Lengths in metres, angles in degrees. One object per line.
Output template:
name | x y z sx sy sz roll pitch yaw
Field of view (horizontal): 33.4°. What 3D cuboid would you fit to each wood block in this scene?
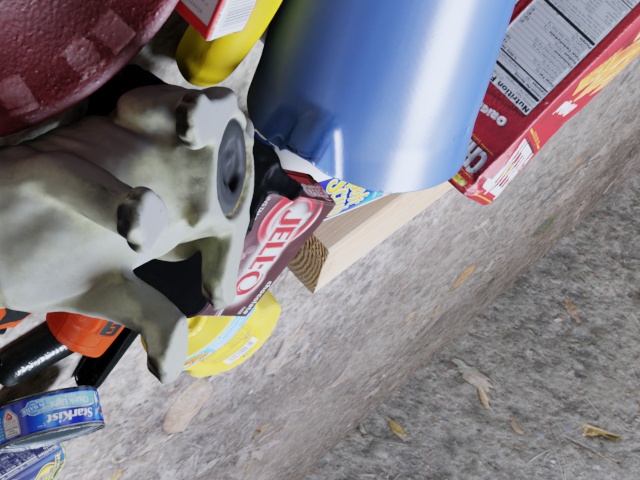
wood block | 0.046 -0.058 0.954 0.205 0.091 0.090 -37 164 -25

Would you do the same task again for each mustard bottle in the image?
mustard bottle | -0.091 0.063 0.839 0.096 0.058 0.191 -38 167 1

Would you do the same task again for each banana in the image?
banana | -0.041 -0.129 0.563 0.198 0.037 0.069 -49 -163 51

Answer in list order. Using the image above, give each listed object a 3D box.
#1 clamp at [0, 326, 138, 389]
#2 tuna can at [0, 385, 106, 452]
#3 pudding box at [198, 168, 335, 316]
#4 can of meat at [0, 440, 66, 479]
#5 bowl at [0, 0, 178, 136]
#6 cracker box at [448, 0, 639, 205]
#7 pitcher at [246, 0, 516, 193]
clamp | -0.154 0.052 0.842 0.210 0.036 0.164 -42 166 9
tuna can | -0.220 0.145 0.867 0.086 0.034 0.086 -14 167 -4
pudding box | -0.055 0.001 0.713 0.114 0.039 0.089 -49 151 22
can of meat | -0.275 0.207 0.917 0.083 0.057 0.102 -28 159 -52
bowl | -0.123 -0.116 0.434 0.162 0.055 0.162 -40 164 -14
cracker box | 0.161 -0.122 0.736 0.214 0.072 0.164 -46 170 9
pitcher | 0.053 -0.160 0.559 0.144 0.149 0.243 0 132 -20
